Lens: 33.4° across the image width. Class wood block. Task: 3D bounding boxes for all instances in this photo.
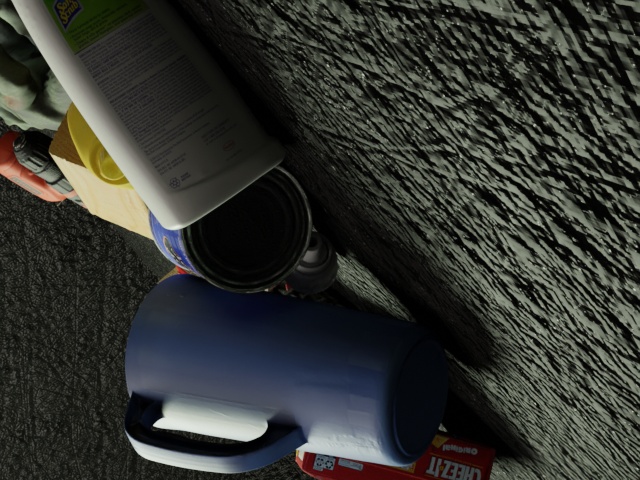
[{"bbox_3d":[-0.188,-0.077,1.045,0.090,0.091,0.206,22,167,3],"label":"wood block"}]

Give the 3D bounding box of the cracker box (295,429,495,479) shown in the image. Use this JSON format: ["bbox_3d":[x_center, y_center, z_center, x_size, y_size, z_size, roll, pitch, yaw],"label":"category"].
[{"bbox_3d":[0.062,0.207,1.020,0.164,0.072,0.214,15,170,0],"label":"cracker box"}]

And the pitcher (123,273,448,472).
[{"bbox_3d":[-0.031,0.112,0.848,0.243,0.149,0.144,6,176,32],"label":"pitcher"}]

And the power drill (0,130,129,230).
[{"bbox_3d":[-0.301,-0.078,1.213,0.188,0.057,0.184,19,167,48],"label":"power drill"}]

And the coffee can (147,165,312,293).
[{"bbox_3d":[-0.076,-0.017,0.857,0.102,0.102,0.140,50,169,-16],"label":"coffee can"}]

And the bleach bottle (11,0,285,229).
[{"bbox_3d":[-0.131,-0.135,0.708,0.251,0.102,0.068,58,164,-13],"label":"bleach bottle"}]

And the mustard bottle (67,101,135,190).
[{"bbox_3d":[-0.151,-0.086,0.840,0.096,0.058,0.191,42,-166,-17],"label":"mustard bottle"}]
